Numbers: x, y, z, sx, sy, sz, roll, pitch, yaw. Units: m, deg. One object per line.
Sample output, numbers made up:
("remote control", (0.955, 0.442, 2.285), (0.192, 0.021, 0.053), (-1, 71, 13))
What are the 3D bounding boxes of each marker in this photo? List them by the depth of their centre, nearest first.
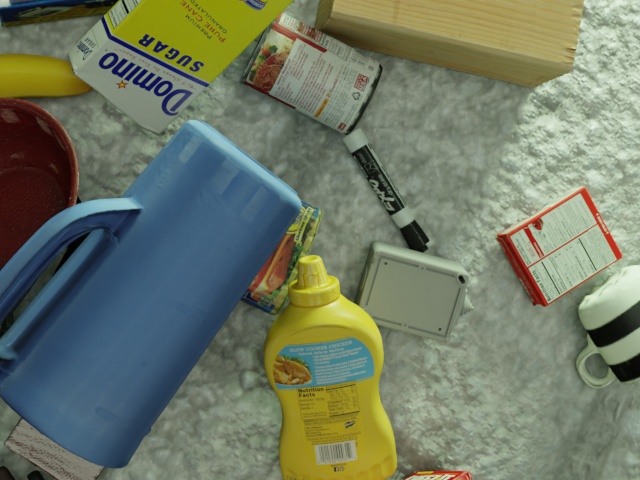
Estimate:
("marker", (0.058, -0.041, 0.922), (0.020, 0.020, 0.121), (-33, 93, -10))

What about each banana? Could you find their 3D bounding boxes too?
("banana", (-0.283, -0.110, 0.859), (0.197, 0.037, 0.069), (-29, 110, -9))

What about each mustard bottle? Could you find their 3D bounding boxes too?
("mustard bottle", (0.004, 0.105, 0.859), (0.096, 0.058, 0.191), (-7, 107, 4))

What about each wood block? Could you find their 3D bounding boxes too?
("wood block", (0.108, -0.200, 0.902), (0.206, 0.090, 0.091), (11, 87, -10))

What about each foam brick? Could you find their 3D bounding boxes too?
("foam brick", (-0.204, 0.159, 0.851), (0.078, 0.053, 0.051), (36, 82, -7))

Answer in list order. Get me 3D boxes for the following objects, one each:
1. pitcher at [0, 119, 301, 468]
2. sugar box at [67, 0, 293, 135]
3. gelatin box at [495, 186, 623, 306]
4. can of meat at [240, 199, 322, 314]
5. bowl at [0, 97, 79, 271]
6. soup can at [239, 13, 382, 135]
("pitcher", (-0.131, 0.031, 0.776), (0.145, 0.149, 0.243), (37, 90, 2))
("sugar box", (-0.105, -0.173, 0.840), (0.176, 0.048, 0.093), (-45, 128, 10))
("gelatin box", (0.210, 0.006, 0.942), (0.089, 0.030, 0.073), (-31, 94, -10))
("can of meat", (-0.056, 0.001, 0.882), (0.084, 0.057, 0.102), (26, 84, -11))
("bowl", (-0.249, -0.026, 0.819), (0.162, 0.055, 0.162), (-5, 70, 13))
("soup can", (-0.008, -0.140, 0.890), (0.102, 0.068, 0.068), (26, 83, -8))
